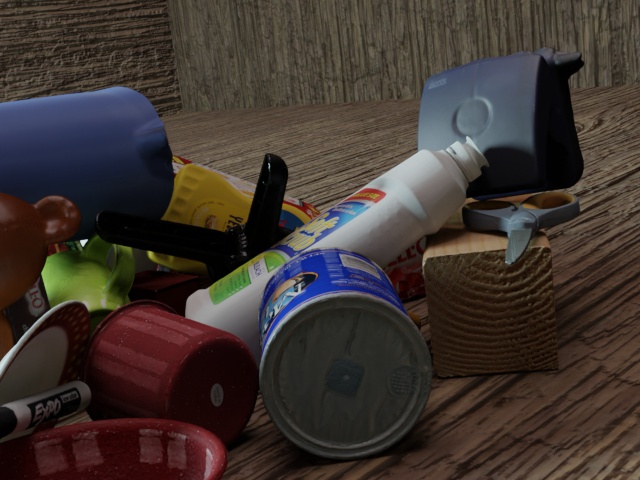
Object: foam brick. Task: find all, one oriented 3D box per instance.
[{"bbox_3d":[-0.148,0.059,0.954,0.078,0.053,0.051,4,16,44],"label":"foam brick"}]

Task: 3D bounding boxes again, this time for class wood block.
[{"bbox_3d":[0.132,0.028,0.839,0.090,0.091,0.206,-6,12,9],"label":"wood block"}]

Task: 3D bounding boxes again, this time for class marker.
[{"bbox_3d":[-0.165,0.097,0.611,0.020,0.020,0.121,-5,-1,12],"label":"marker"}]

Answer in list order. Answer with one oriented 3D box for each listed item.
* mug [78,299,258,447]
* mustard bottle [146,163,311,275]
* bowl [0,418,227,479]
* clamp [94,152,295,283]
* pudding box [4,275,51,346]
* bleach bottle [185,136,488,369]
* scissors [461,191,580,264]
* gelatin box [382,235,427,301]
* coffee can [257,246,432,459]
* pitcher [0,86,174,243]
[{"bbox_3d":[-0.101,0.099,0.683,0.082,0.093,0.117,11,52,43],"label":"mug"},{"bbox_3d":[-0.057,0.008,0.991,0.191,0.096,0.058,23,-10,-13],"label":"mustard bottle"},{"bbox_3d":[-0.123,0.143,0.533,0.162,0.055,0.162,-7,12,1],"label":"bowl"},{"bbox_3d":[-0.056,0.001,0.872,0.165,0.036,0.209,-20,-33,26],"label":"clamp"},{"bbox_3d":[-0.233,0.070,0.809,0.039,0.113,0.090,-20,17,-36],"label":"pudding box"},{"bbox_3d":[0.016,0.006,0.808,0.251,0.068,0.102,-36,14,3],"label":"bleach bottle"},{"bbox_3d":[0.125,-0.009,0.750,0.096,0.016,0.201,-1,12,30],"label":"scissors"},{"bbox_3d":[0.073,0.017,0.969,0.089,0.073,0.030,-13,13,-24],"label":"gelatin box"},{"bbox_3d":[0.011,0.068,0.694,0.103,0.103,0.140,-8,12,-2],"label":"coffee can"},{"bbox_3d":[-0.256,-0.050,0.882,0.145,0.149,0.242,38,31,28],"label":"pitcher"}]
